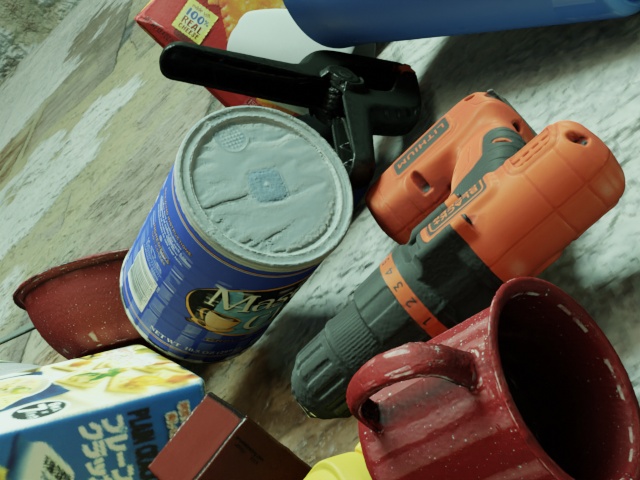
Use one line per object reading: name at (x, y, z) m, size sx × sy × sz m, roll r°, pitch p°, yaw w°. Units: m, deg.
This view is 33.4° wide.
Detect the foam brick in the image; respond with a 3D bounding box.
foam brick at (-0.037, 0.124, 0.543) m, size 0.053 × 0.078 × 0.051 m, roll -51°, pitch 24°, yaw -13°

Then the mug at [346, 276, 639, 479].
mug at (0.061, 0.070, 0.424) m, size 0.082 × 0.117 × 0.093 m, roll -34°, pitch 47°, yaw 37°

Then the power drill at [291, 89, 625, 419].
power drill at (0.062, -0.002, 0.550) m, size 0.184 × 0.057 × 0.187 m, roll -40°, pitch 13°, yaw 14°

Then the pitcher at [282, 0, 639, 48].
pitcher at (0.102, -0.196, 0.705) m, size 0.243 × 0.145 × 0.149 m, roll 8°, pitch 47°, yaw 42°

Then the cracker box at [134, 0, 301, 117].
cracker box at (-0.029, -0.211, 0.919) m, size 0.214 × 0.164 × 0.072 m, roll -47°, pitch 16°, yaw 2°

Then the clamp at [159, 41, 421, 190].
clamp at (0.016, -0.091, 0.722) m, size 0.165 × 0.209 × 0.036 m, roll 38°, pitch 120°, yaw 27°

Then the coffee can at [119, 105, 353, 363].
coffee can at (-0.054, 0.001, 0.636) m, size 0.140 × 0.102 × 0.102 m, roll -51°, pitch 12°, yaw 54°

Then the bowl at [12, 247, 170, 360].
bowl at (-0.136, 0.054, 0.770) m, size 0.162 × 0.161 × 0.055 m, roll -26°, pitch 69°, yaw 39°
